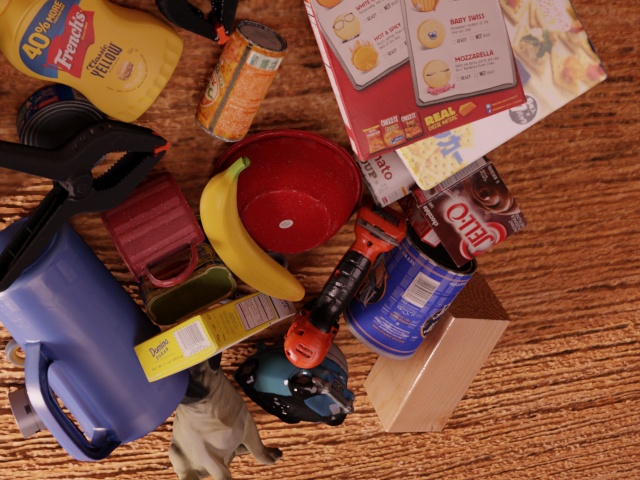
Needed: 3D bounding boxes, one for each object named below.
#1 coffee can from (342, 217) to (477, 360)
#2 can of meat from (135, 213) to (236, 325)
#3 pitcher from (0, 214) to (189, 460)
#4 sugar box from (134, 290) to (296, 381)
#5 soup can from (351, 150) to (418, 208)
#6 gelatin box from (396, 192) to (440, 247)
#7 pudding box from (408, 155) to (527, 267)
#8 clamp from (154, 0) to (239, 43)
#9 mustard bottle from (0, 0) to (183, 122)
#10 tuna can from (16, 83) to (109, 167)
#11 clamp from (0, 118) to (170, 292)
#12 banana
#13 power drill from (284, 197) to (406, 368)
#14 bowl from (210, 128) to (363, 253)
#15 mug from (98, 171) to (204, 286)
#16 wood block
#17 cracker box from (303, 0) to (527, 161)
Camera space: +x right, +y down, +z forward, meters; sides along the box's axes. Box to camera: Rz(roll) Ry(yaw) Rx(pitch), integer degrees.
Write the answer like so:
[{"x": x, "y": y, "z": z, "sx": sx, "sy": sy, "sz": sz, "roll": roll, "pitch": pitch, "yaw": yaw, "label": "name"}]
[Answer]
[{"x": 0.105, "y": 0.057, "z": 1.262, "sx": 0.102, "sy": 0.103, "sz": 0.140, "roll": 13, "pitch": 123, "yaw": -35, "label": "coffee can"}, {"x": -0.147, "y": 0.033, "z": 1.130, "sx": 0.102, "sy": 0.084, "sz": 0.057, "roll": -27, "pitch": 137, "yaw": -1, "label": "can of meat"}, {"x": -0.248, "y": 0.098, "z": 1.087, "sx": 0.145, "sy": 0.149, "sz": 0.242, "roll": -34, "pitch": 128, "yaw": -7, "label": "pitcher"}, {"x": -0.106, "y": 0.092, "z": 1.121, "sx": 0.093, "sy": 0.048, "sz": 0.176, "roll": -26, "pitch": 180, "yaw": 26, "label": "sugar box"}, {"x": 0.091, "y": -0.087, "z": 1.147, "sx": 0.102, "sy": 0.068, "sz": 0.068, "roll": -29, "pitch": 137, "yaw": 2, "label": "soup can"}, {"x": 0.136, "y": -0.049, "z": 1.200, "sx": 0.030, "sy": 0.073, "sz": 0.089, "roll": 27, "pitch": 115, "yaw": -41, "label": "gelatin box"}, {"x": 0.159, "y": -0.035, "z": 1.143, "sx": 0.090, "sy": 0.039, "sz": 0.113, "roll": -33, "pitch": 129, "yaw": 7, "label": "pudding box"}, {"x": -0.108, "y": -0.246, "z": 0.922, "sx": 0.120, "sy": 0.039, "sz": 0.171, "roll": -29, "pitch": 143, "yaw": 8, "label": "clamp"}, {"x": -0.218, "y": -0.179, "z": 0.915, "sx": 0.191, "sy": 0.058, "sz": 0.096, "roll": 25, "pitch": 111, "yaw": -39, "label": "mustard bottle"}, {"x": -0.238, "y": -0.103, "z": 0.994, "sx": 0.086, "sy": 0.034, "sz": 0.086, "roll": -14, "pitch": 135, "yaw": -14, "label": "tuna can"}, {"x": -0.229, "y": -0.046, "z": 0.968, "sx": 0.209, "sy": 0.036, "sz": 0.165, "roll": -24, "pitch": 138, "yaw": -38, "label": "clamp"}, {"x": -0.076, "y": 0.000, "z": 1.073, "sx": 0.070, "sy": 0.037, "sz": 0.197, "roll": -5, "pitch": 136, "yaw": 18, "label": "banana"}, {"x": 0.027, "y": 0.045, "z": 1.201, "sx": 0.057, "sy": 0.184, "sz": 0.188, "roll": 30, "pitch": 102, "yaw": -2, "label": "power drill"}, {"x": -0.035, "y": -0.037, "z": 1.104, "sx": 0.162, "sy": 0.055, "sz": 0.162, "roll": 0, "pitch": 136, "yaw": 0, "label": "bowl"}, {"x": -0.163, "y": -0.008, "z": 1.065, "sx": 0.081, "sy": 0.117, "sz": 0.093, "roll": -28, "pitch": 155, "yaw": -7, "label": "mug"}, {"x": 0.146, "y": 0.145, "z": 1.376, "sx": 0.090, "sy": 0.090, "sz": 0.206, "roll": 4, "pitch": 129, "yaw": -29, "label": "wood block"}, {"x": 0.076, "y": -0.200, "z": 0.963, "sx": 0.164, "sy": 0.072, "sz": 0.213, "roll": -20, "pitch": 107, "yaw": -2, "label": "cracker box"}]
